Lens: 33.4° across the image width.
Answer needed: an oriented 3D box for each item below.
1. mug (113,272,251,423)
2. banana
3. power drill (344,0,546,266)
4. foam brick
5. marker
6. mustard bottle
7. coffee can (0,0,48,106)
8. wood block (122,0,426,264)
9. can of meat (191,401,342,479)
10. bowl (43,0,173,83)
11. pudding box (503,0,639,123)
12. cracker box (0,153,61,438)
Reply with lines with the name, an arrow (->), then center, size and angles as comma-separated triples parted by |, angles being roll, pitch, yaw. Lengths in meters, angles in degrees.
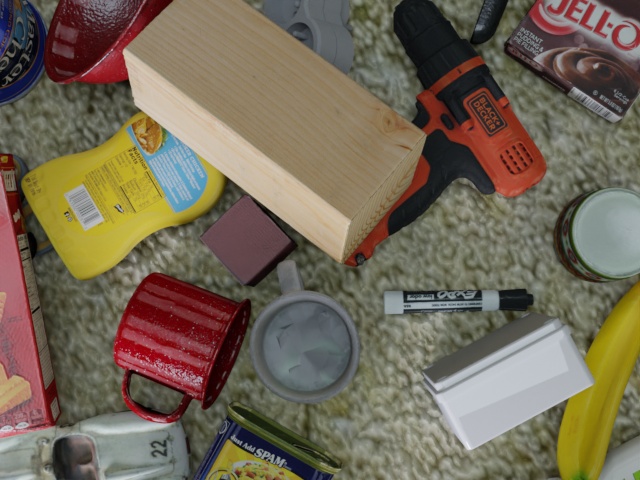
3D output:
mug -> -0.114, 0.085, 0.834 | 0.081, 0.093, 0.117 | 21, 72, 7
banana -> 0.222, 0.120, 0.829 | 0.037, 0.070, 0.197 | 31, 60, -9
power drill -> 0.061, -0.082, 0.857 | 0.187, 0.057, 0.184 | -33, 82, 0
foam brick -> -0.056, 0.001, 0.845 | 0.051, 0.078, 0.053 | -43, 86, 0
marker -> 0.112, 0.049, 0.867 | 0.121, 0.020, 0.020 | -1, 86, 2
mustard bottle -> -0.133, -0.053, 0.854 | 0.191, 0.058, 0.096 | -30, 87, -7
coffee can -> -0.280, -0.167, 0.830 | 0.103, 0.140, 0.103 | 0, 86, 1
wood block -> -0.035, -0.089, 0.786 | 0.206, 0.090, 0.090 | 37, 72, 11
can of meat -> -0.047, 0.190, 0.844 | 0.102, 0.057, 0.084 | 29, 90, 3
bowl -> -0.150, -0.183, 0.844 | 0.055, 0.162, 0.162 | 30, 87, -36
pudding box -> 0.220, -0.162, 0.867 | 0.113, 0.039, 0.090 | 35, 88, 3
cracker box -> -0.298, 0.051, 0.802 | 0.164, 0.072, 0.214 | -10, 95, -8
